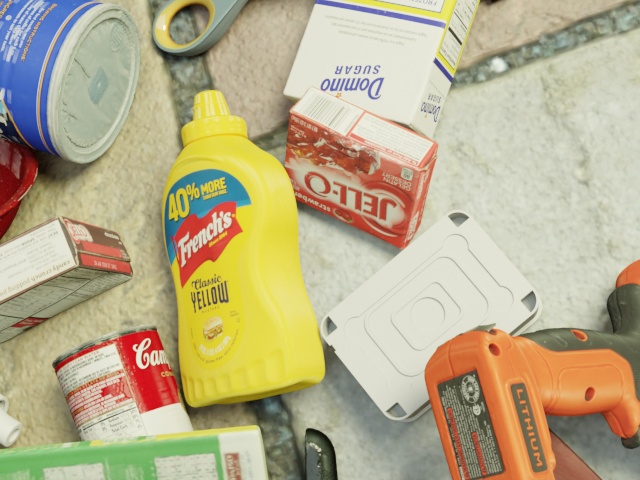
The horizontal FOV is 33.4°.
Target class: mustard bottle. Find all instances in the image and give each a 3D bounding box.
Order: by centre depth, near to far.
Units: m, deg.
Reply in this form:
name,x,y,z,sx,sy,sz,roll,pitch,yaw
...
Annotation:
name,x,y,z,sx,sy,sz,roll,pitch,yaw
mustard bottle,-0.055,0.001,0.654,0.096,0.058,0.191,-19,75,42

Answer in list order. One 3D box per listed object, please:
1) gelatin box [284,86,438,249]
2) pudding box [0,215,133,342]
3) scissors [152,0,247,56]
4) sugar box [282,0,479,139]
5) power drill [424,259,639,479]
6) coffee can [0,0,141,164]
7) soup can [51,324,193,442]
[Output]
name,x,y,z,sx,sy,sz,roll,pitch,yaw
gelatin box,0.022,-0.042,0.642,0.089,0.073,0.030,26,53,15
pudding box,-0.185,0.026,0.668,0.113,0.090,0.039,-27,79,8
scissors,-0.036,-0.156,0.676,0.202,0.016,0.096,16,95,30
sugar box,0.051,-0.156,0.662,0.093,0.048,0.176,18,89,28
power drill,0.154,0.103,0.554,0.187,0.057,0.184,-6,71,-33
coffee can,-0.202,-0.117,0.685,0.140,0.102,0.103,18,86,14
soup can,-0.115,0.111,0.653,0.068,0.068,0.102,-24,78,7
